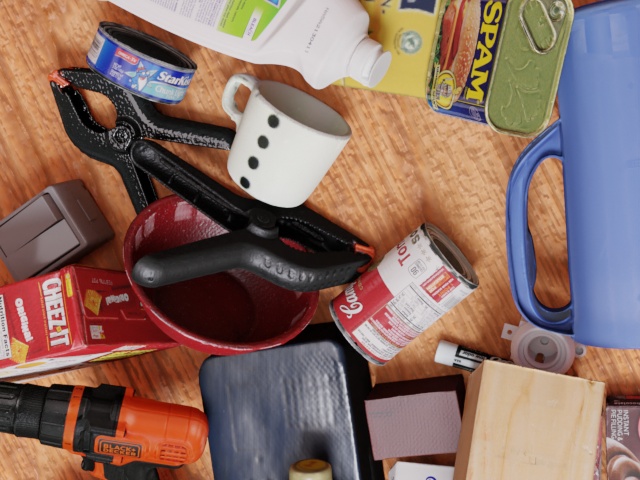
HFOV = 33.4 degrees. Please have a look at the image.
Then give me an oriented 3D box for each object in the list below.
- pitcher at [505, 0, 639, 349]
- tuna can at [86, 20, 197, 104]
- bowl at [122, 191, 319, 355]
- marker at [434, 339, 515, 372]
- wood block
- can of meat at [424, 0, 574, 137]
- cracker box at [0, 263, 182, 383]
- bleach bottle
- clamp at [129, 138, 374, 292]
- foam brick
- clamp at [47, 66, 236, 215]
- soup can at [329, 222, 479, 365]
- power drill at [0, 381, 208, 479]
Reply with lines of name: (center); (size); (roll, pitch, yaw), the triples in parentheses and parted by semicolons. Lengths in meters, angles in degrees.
pitcher: (0.223, -0.047, 0.762); (0.145, 0.149, 0.243); (-2, 96, 58)
tuna can: (-0.145, -0.144, 0.865); (0.086, 0.086, 0.034); (30, 106, 9)
bowl: (-0.085, 0.037, 0.859); (0.162, 0.161, 0.055); (35, 133, 7)
marker: (0.152, 0.106, 0.860); (0.121, 0.020, 0.020); (15, 102, 12)
wood block: (0.140, 0.201, 0.771); (0.090, 0.091, 0.206); (10, 75, 4)
can of meat: (0.122, -0.130, 0.751); (0.057, 0.084, 0.102); (5, 101, -30)
cracker box: (-0.248, 0.077, 0.883); (0.214, 0.164, 0.072); (-15, 81, 17)
bleach bottle: (-0.062, -0.177, 0.794); (0.251, 0.068, 0.103); (32, 112, 18)
clamp: (-0.055, 0.001, 0.833); (0.209, 0.164, 0.036); (19, 125, -15)
foam brick: (0.080, 0.143, 0.868); (0.078, 0.051, 0.053); (-8, 96, 16)
clamp: (-0.151, -0.093, 0.900); (0.120, 0.039, 0.171); (-41, 94, 11)
soup can: (0.067, 0.042, 0.847); (0.102, 0.068, 0.068); (-41, 87, 17)
power drill: (-0.193, 0.193, 0.891); (0.184, 0.057, 0.188); (11, 133, -4)
